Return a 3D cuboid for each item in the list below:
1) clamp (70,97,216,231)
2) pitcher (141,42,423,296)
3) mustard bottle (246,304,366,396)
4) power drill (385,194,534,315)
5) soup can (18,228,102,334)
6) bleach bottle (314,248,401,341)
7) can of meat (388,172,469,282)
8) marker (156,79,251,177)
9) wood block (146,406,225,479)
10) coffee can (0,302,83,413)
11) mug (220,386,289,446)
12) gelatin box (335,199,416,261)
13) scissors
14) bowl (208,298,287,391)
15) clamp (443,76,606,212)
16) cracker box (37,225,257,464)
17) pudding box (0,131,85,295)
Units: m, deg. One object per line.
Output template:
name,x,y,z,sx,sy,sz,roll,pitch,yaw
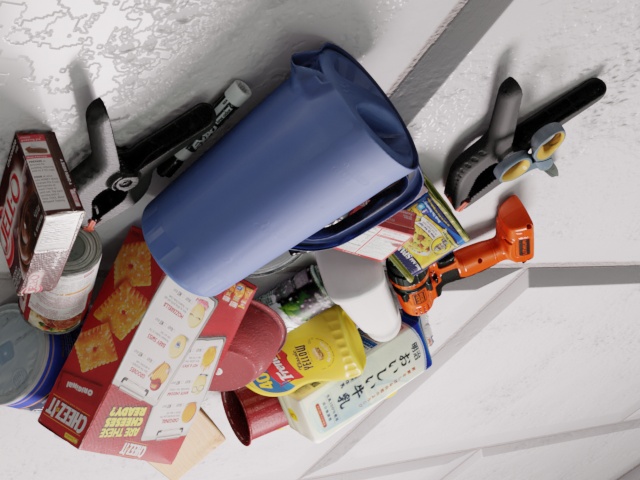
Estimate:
clamp,-0.179,-0.067,0.918,0.120,0.039,0.172,10,136,-45
pitcher,-0.035,-0.048,0.963,0.243,0.149,0.144,-36,174,22
mustard bottle,-0.046,0.143,1.327,0.192,0.096,0.058,-17,-163,18
power drill,0.171,0.013,1.330,0.187,0.057,0.184,-23,153,0
soup can,-0.246,0.033,1.005,0.068,0.068,0.102,-10,148,-28
bleach bottle,0.058,0.068,1.277,0.068,0.102,0.250,-21,152,5
can of meat,0.106,-0.016,1.194,0.084,0.057,0.102,-34,123,12
marker,-0.106,-0.097,0.948,0.121,0.020,0.020,-42,148,27
wood block,-0.199,0.215,1.309,0.090,0.090,0.206,-40,155,-9
coffee can,-0.279,0.129,1.106,0.103,0.103,0.140,-33,152,14
mug,-0.081,0.228,1.453,0.081,0.093,0.117,-19,146,-23
gelatin box,0.049,-0.012,1.108,0.073,0.030,0.089,16,156,-15
scissors,0.235,-0.080,1.198,0.096,0.016,0.201,-32,163,-2
bowl,-0.119,0.127,1.223,0.162,0.055,0.162,0,142,0
clamp,0.196,-0.106,1.158,0.164,0.036,0.210,-1,143,-46
cracker box,-0.172,0.111,1.087,0.213,0.072,0.164,-64,149,-4
pudding box,-0.238,-0.022,0.892,0.039,0.090,0.114,-6,146,-36
